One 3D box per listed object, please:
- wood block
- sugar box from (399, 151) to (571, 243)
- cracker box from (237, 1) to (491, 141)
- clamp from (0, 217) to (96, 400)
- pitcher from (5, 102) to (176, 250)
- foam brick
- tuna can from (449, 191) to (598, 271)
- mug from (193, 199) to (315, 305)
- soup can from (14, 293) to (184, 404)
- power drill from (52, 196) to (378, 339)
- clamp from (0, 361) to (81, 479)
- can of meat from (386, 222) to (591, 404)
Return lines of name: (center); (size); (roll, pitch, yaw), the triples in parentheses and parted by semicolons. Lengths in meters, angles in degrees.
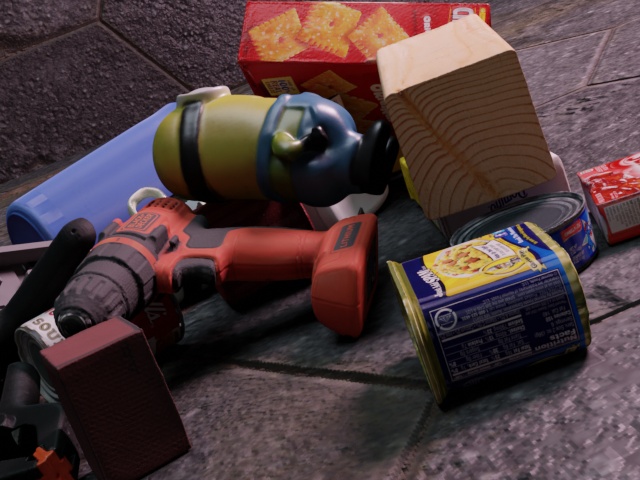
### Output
wood block: (0.097, -0.096, 0.771); (0.090, 0.091, 0.206); (-19, 17, 8)
sugar box: (0.122, -0.047, 0.826); (0.093, 0.048, 0.176); (-22, 13, 0)
cracker box: (0.047, -0.147, 0.977); (0.214, 0.072, 0.164); (4, -19, 12)
clamp: (-0.229, 0.071, 0.793); (0.209, 0.036, 0.164); (-34, -24, -16)
pitcher: (-0.227, -0.042, 1.206); (0.145, 0.149, 0.242); (15, 40, 44)
foam brick: (-0.115, 0.090, 0.600); (0.053, 0.078, 0.051); (-25, 13, -21)
tuna can: (0.126, 0.002, 0.657); (0.086, 0.034, 0.086); (-21, 14, 5)
mug: (-0.056, 0.001, 0.848); (0.081, 0.093, 0.117); (-29, -11, -11)
soup can: (-0.158, 0.068, 0.768); (0.102, 0.068, 0.069); (-30, 16, -33)
power drill: (-0.061, 0.021, 0.695); (0.188, 0.057, 0.184); (4, 24, 10)
clamp: (-0.192, 0.121, 0.664); (0.172, 0.039, 0.120); (-2, 41, 44)
can of meat: (0.086, 0.033, 0.555); (0.084, 0.057, 0.102); (-19, 14, 2)
